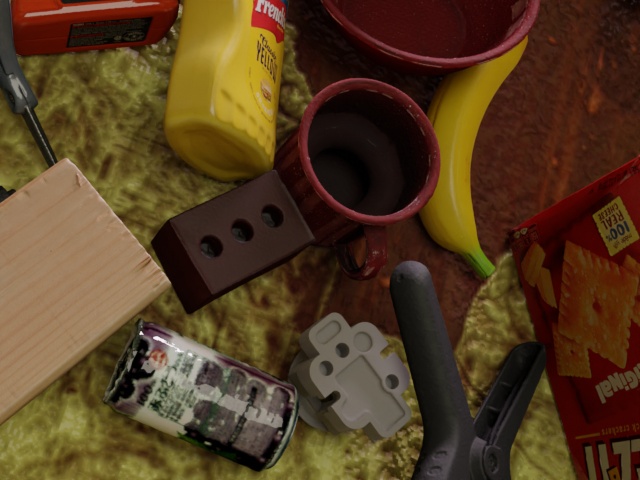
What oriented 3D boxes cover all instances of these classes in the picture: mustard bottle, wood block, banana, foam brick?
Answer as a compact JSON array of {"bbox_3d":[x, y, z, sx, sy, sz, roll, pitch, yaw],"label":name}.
[{"bbox_3d":[-0.052,-0.140,0.668,0.058,0.096,0.191,-2,70,20],"label":"mustard bottle"},{"bbox_3d":[-0.191,0.059,0.557,0.205,0.090,0.091,-40,93,-26],"label":"wood block"},{"bbox_3d":[0.101,-0.074,0.742,0.069,0.037,0.197,25,68,-32],"label":"banana"},{"bbox_3d":[-0.054,0.001,0.648,0.078,0.051,0.053,-29,87,-26],"label":"foam brick"}]

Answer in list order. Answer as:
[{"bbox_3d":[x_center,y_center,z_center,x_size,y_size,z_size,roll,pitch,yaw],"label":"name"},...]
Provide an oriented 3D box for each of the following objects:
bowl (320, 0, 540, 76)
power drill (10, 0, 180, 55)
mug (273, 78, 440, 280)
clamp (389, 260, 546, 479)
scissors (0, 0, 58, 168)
[{"bbox_3d":[0.064,-0.167,0.729,0.162,0.055,0.162,5,61,-9],"label":"bowl"},{"bbox_3d":[-0.169,-0.212,0.660,0.184,0.057,0.187,-8,79,-17],"label":"power drill"},{"bbox_3d":[0.019,-0.032,0.670,0.093,0.082,0.117,-7,78,-23],"label":"mug"},{"bbox_3d":[0.093,0.131,0.642,0.164,0.036,0.210,22,63,-47],"label":"clamp"},{"bbox_3d":[-0.173,-0.098,0.610,0.016,0.096,0.202,-29,84,-28],"label":"scissors"}]
